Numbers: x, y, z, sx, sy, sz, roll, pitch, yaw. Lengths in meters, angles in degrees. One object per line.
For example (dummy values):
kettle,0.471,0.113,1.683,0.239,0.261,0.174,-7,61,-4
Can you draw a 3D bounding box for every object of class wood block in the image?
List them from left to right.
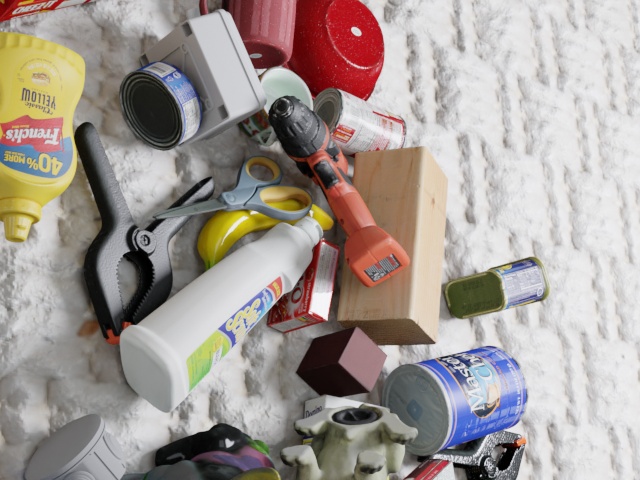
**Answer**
wood block,0.085,0.008,1.210,0.090,0.090,0.206,45,47,-55

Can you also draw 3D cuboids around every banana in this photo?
banana,-0.066,-0.015,1.147,0.197,0.037,0.069,-25,99,-42

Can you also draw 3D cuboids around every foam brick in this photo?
foam brick,0.023,0.133,1.145,0.053,0.078,0.051,45,54,-20

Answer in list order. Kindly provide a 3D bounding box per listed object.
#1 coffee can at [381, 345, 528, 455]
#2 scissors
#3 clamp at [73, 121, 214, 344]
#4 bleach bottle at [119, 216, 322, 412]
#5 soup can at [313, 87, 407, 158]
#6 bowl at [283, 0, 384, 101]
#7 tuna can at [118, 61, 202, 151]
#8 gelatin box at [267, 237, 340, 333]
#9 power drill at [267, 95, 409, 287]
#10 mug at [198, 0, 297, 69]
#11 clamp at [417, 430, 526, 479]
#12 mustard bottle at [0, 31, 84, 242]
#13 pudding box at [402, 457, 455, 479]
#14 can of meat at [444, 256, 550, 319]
coffee can,0.155,0.181,1.223,0.140,0.103,0.103,-7,80,-41
scissors,-0.097,-0.054,1.107,0.201,0.016,0.096,1,47,-37
clamp,-0.174,0.001,1.050,0.164,0.036,0.210,15,68,-40
bleach bottle,-0.085,0.053,1.047,0.068,0.103,0.250,34,56,19
soup can,0.042,-0.132,1.253,0.102,0.069,0.068,19,65,-34
bowl,0.025,-0.239,1.282,0.161,0.055,0.162,14,67,-37
tuna can,-0.160,-0.136,1.073,0.033,0.086,0.086,-39,102,-42
gelatin box,-0.019,0.048,1.140,0.030,0.073,0.089,26,61,-32
power drill,0.018,-0.052,1.117,0.188,0.057,0.184,62,8,23
mug,-0.080,-0.244,1.175,0.117,0.093,0.081,13,73,-33
clamp,0.182,0.265,1.264,0.171,0.039,0.120,-37,105,-44
mustard bottle,-0.272,-0.091,0.983,0.096,0.058,0.191,14,68,-35
pudding box,0.118,0.307,1.168,0.089,0.039,0.113,-23,104,-54
can of meat,0.216,0.061,1.316,0.083,0.102,0.057,-12,85,-40
